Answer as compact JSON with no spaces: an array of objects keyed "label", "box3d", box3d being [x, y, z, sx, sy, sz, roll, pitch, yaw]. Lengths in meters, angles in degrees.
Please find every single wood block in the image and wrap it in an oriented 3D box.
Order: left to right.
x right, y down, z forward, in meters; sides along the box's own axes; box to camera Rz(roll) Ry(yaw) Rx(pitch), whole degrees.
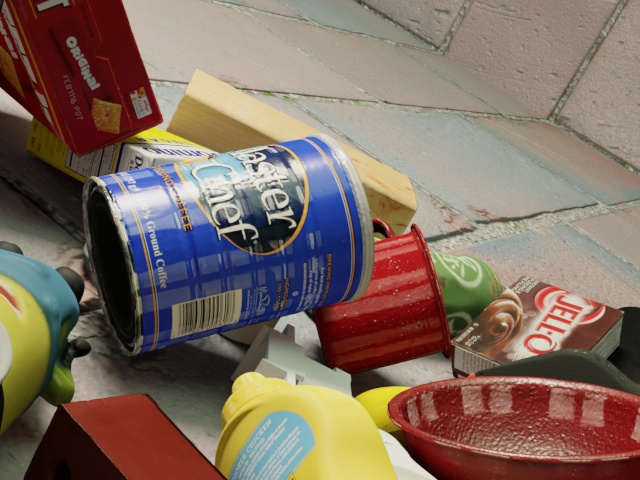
[{"label":"wood block","box3d":[-0.034,-0.050,0.887,0.206,0.091,0.090,26,18,-10]}]

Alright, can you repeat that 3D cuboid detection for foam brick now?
[{"label":"foam brick","box3d":[-0.079,0.110,0.448,0.078,0.053,0.051,39,20,30]}]

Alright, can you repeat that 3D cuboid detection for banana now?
[{"label":"banana","box3d":[0.083,0.130,0.673,0.197,0.037,0.069,16,50,-27]}]

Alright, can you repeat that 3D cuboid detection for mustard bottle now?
[{"label":"mustard bottle","box3d":[-0.004,0.120,0.462,0.058,0.096,0.192,14,23,-30]}]

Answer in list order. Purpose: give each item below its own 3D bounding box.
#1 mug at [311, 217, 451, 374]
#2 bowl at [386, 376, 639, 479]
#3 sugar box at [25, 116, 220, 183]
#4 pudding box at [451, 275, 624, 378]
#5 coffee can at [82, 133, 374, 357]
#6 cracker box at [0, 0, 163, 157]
[{"label":"mug","box3d":[0.033,0.034,0.714,0.081,0.093,0.117,-14,56,-1]},{"label":"bowl","box3d":[0.117,0.121,0.596,0.162,0.055,0.162,0,7,0]},{"label":"sugar box","box3d":[-0.128,-0.056,0.758,0.093,0.048,0.176,5,11,-42]},{"label":"pudding box","box3d":[0.167,0.079,0.820,0.090,0.039,0.113,21,42,35]},{"label":"coffee can","box3d":[-0.054,0.001,0.612,0.140,0.103,0.103,-13,37,-22]},{"label":"cracker box","box3d":[-0.199,-0.166,0.725,0.072,0.164,0.214,-28,32,-19]}]
